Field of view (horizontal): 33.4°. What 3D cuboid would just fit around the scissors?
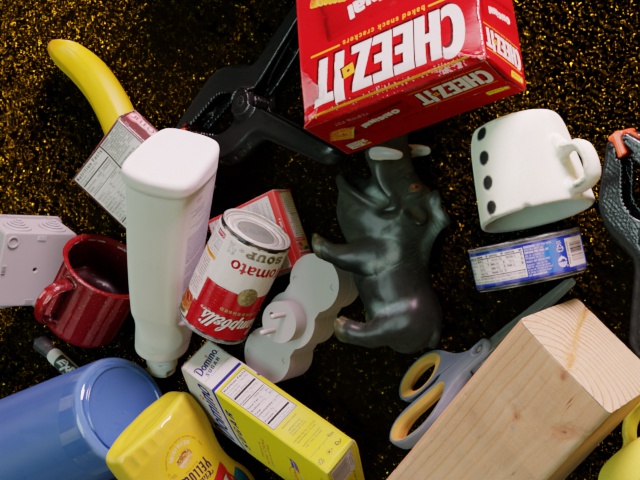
[{"bbox_3d":[0.122,0.085,0.855,0.016,0.096,0.202,35,107,-17],"label":"scissors"}]

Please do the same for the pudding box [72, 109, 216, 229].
[{"bbox_3d":[-0.172,-0.056,1.038,0.113,0.039,0.090,44,119,0],"label":"pudding box"}]

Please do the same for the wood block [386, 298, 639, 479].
[{"bbox_3d":[0.144,0.152,0.812,0.090,0.090,0.206,48,125,23],"label":"wood block"}]

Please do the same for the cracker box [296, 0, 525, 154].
[{"bbox_3d":[0.060,-0.196,0.834,0.164,0.072,0.213,-18,65,34],"label":"cracker box"}]

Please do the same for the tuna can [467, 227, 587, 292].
[{"bbox_3d":[0.157,0.015,0.809,0.086,0.085,0.034,-13,88,35],"label":"tuna can"}]

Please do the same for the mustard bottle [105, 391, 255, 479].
[{"bbox_3d":[-0.109,0.240,0.995,0.058,0.096,0.191,-10,120,52],"label":"mustard bottle"}]

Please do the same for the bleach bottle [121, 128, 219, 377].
[{"bbox_3d":[-0.144,0.028,0.987,0.068,0.102,0.251,16,124,10],"label":"bleach bottle"}]

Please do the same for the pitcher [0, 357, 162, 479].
[{"bbox_3d":[-0.260,0.209,1.081,0.243,0.149,0.145,-27,68,38],"label":"pitcher"}]

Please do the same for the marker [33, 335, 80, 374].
[{"bbox_3d":[-0.270,0.141,1.155,0.121,0.020,0.020,35,112,28],"label":"marker"}]

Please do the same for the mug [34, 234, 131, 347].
[{"bbox_3d":[-0.236,0.056,1.069,0.093,0.117,0.082,44,121,19],"label":"mug"}]

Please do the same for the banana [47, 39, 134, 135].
[{"bbox_3d":[-0.225,-0.136,1.090,0.070,0.037,0.198,-34,75,30],"label":"banana"}]

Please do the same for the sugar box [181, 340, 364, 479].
[{"bbox_3d":[-0.043,0.169,0.958,0.176,0.048,0.093,27,149,29],"label":"sugar box"}]

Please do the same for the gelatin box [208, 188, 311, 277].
[{"bbox_3d":[-0.057,0.001,0.990,0.089,0.030,0.073,-23,82,34],"label":"gelatin box"}]

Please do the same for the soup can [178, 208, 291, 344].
[{"bbox_3d":[-0.076,0.031,0.945,0.069,0.068,0.102,39,115,26],"label":"soup can"}]

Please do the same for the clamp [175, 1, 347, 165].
[{"bbox_3d":[-0.057,-0.134,0.968,0.210,0.036,0.164,-9,75,43],"label":"clamp"}]
